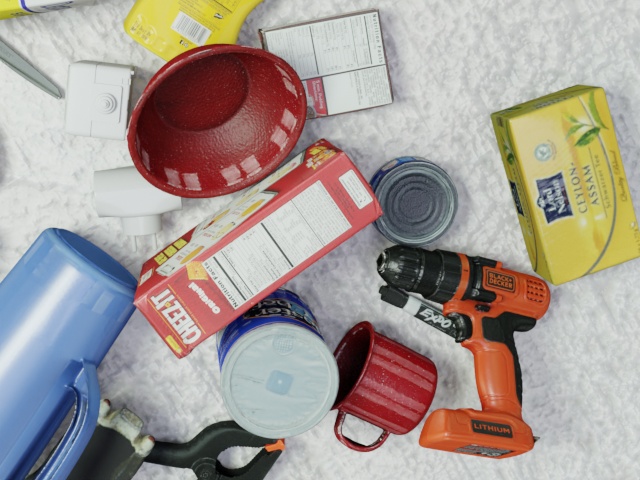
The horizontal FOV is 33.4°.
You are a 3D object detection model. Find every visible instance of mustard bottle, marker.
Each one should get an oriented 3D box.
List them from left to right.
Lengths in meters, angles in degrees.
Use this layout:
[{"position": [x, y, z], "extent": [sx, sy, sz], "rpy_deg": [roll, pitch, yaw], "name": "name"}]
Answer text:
[{"position": [-0.086, -0.240, 0.943], "extent": [0.096, 0.058, 0.192], "rpy_deg": [31, 96, -22], "name": "mustard bottle"}, {"position": [0.110, 0.075, 1.054], "extent": [0.121, 0.020, 0.020], "rpy_deg": [28, 97, -12], "name": "marker"}]

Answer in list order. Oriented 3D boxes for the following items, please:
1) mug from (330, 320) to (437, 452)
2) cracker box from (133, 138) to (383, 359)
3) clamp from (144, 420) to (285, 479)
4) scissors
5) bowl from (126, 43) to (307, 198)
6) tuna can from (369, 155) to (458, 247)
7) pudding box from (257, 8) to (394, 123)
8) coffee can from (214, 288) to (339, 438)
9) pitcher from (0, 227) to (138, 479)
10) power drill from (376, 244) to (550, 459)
[{"position": [0.054, 0.146, 1.022], "extent": [0.081, 0.093, 0.117], "rpy_deg": [27, 75, -17], "name": "mug"}, {"position": [-0.056, 0.001, 0.943], "extent": [0.213, 0.164, 0.072], "rpy_deg": [-36, 102, 1], "name": "cracker box"}, {"position": [-0.121, 0.217, 1.045], "extent": [0.171, 0.039, 0.120], "rpy_deg": [-30, 106, 0], "name": "clamp"}, {"position": [-0.307, -0.209, 0.944], "extent": [0.201, 0.016, 0.096], "rpy_deg": [23, 98, -11], "name": "scissors"}, {"position": [-0.095, -0.115, 0.933], "extent": [0.162, 0.055, 0.162], "rpy_deg": [-15, 137, -14], "name": "bowl"}, {"position": [0.088, -0.037, 1.020], "extent": [0.086, 0.034, 0.086], "rpy_deg": [-1, 102, -7], "name": "tuna can"}, {"position": [0.005, -0.160, 0.983], "extent": [0.113, 0.039, 0.090], "rpy_deg": [-11, 103, -7], "name": "pudding box"}, {"position": [-0.043, 0.108, 0.978], "extent": [0.102, 0.140, 0.103], "rpy_deg": [-1, 102, -7], "name": "coffee can"}, {"position": [-0.263, 0.118, 0.957], "extent": [0.149, 0.145, 0.243], "rpy_deg": [36, 92, -16], "name": "pitcher"}, {"position": [0.133, 0.101, 0.994], "extent": [0.184, 0.057, 0.187], "rpy_deg": [13, 67, -20], "name": "power drill"}]
